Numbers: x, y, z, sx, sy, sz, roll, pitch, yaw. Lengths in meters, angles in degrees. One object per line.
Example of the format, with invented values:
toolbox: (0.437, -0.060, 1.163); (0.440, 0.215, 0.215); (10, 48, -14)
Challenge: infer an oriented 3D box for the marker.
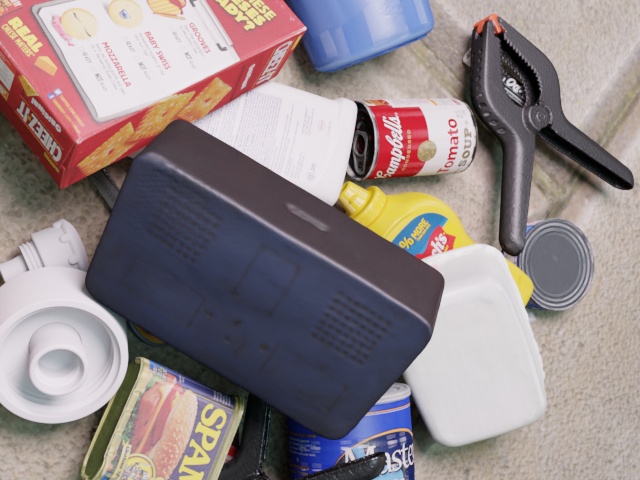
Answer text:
marker: (0.183, -0.140, 0.999); (0.121, 0.020, 0.020); (35, 73, -19)

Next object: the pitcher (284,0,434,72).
pitcher: (-0.005, -0.262, 0.863); (0.243, 0.149, 0.144); (69, 23, -10)

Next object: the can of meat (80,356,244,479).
can of meat: (-0.116, 0.145, 0.778); (0.083, 0.058, 0.102); (27, 74, -20)

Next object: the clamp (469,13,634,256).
clamp: (0.199, -0.107, 0.970); (0.164, 0.036, 0.210); (-20, 91, -28)

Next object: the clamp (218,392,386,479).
clamp: (-0.049, 0.178, 0.802); (0.171, 0.039, 0.120); (-42, 77, 0)

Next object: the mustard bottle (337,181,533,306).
mustard bottle: (0.088, 0.015, 0.921); (0.191, 0.058, 0.096); (40, 94, -17)

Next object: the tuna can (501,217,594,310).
tuna can: (0.211, 0.023, 0.995); (0.086, 0.034, 0.086); (2, 86, -25)

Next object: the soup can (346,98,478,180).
soup can: (0.075, -0.088, 0.918); (0.102, 0.069, 0.068); (-5, 89, -25)

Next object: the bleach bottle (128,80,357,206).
bleach bottle: (-0.100, -0.101, 0.841); (0.250, 0.068, 0.102); (18, 72, -20)

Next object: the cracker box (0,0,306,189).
cracker box: (-0.144, -0.155, 0.769); (0.213, 0.072, 0.164); (-34, 80, -36)

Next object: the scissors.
scissors: (-0.157, 0.003, 0.833); (0.201, 0.016, 0.096); (42, 71, -17)

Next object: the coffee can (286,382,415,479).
coffee can: (0.026, 0.190, 0.860); (0.102, 0.103, 0.140); (-4, 89, -25)
